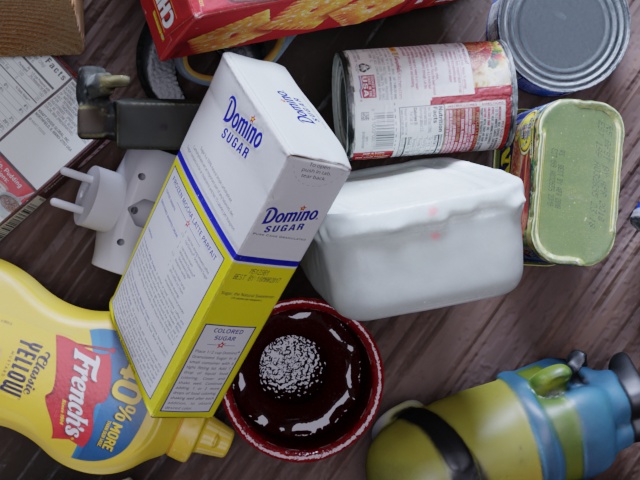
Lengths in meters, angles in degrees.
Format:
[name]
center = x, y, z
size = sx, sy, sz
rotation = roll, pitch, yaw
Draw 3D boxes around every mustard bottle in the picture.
[mustard bottle]
center = -0.142, 0.085, 0.636
size = 0.191, 0.058, 0.096
rotation = 24, 91, -7

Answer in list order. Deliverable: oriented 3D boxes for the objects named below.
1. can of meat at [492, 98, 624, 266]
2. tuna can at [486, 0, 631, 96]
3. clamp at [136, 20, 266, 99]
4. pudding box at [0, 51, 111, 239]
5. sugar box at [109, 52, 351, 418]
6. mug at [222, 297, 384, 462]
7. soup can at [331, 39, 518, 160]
[can of meat]
center = 0.143, -0.034, 0.653
size = 0.057, 0.084, 0.102
rotation = 4, 90, -7
[tuna can]
center = 0.150, -0.135, 0.678
size = 0.086, 0.034, 0.086
rotation = 0, 91, -6
[clamp]
center = -0.082, -0.139, 0.649
size = 0.120, 0.039, 0.171
rotation = 9, 90, -5
[pudding box]
center = -0.190, -0.065, 0.639
size = 0.113, 0.039, 0.090
rotation = -43, 92, -7
[sugar box]
center = -0.053, 0.001, 0.564
size = 0.048, 0.093, 0.176
rotation = 9, 125, -37
[mug]
center = -0.024, 0.070, 0.637
size = 0.117, 0.081, 0.093
rotation = 41, 86, -5
[soup can]
center = 0.062, -0.085, 0.651
size = 0.102, 0.068, 0.068
rotation = -5, 91, -6
